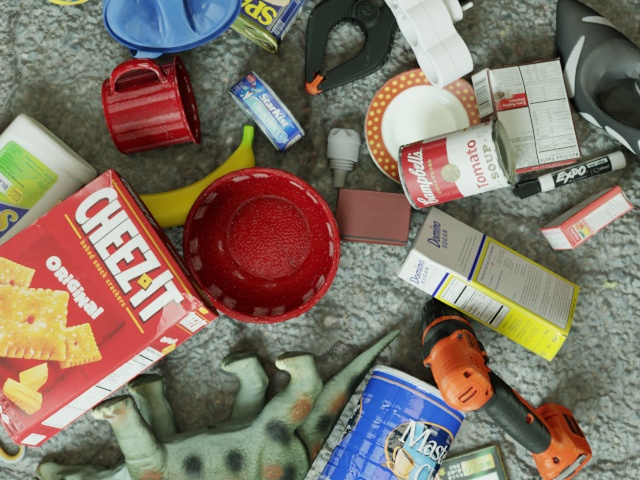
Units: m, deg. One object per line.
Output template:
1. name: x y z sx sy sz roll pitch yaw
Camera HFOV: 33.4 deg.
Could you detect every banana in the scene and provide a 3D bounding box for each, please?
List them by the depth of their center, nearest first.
1. banana: -0.146 -0.051 1.116 0.198 0.037 0.069 -25 90 0

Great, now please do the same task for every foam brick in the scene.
1. foam brick: 0.053 -0.023 1.107 0.078 0.053 0.051 5 87 -1

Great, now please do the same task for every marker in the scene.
1. marker: 0.261 -0.068 1.126 0.121 0.020 0.020 -17 87 -1

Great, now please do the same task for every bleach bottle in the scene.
1. bleach bottle: -0.350 -0.006 1.103 0.102 0.068 0.251 40 90 3

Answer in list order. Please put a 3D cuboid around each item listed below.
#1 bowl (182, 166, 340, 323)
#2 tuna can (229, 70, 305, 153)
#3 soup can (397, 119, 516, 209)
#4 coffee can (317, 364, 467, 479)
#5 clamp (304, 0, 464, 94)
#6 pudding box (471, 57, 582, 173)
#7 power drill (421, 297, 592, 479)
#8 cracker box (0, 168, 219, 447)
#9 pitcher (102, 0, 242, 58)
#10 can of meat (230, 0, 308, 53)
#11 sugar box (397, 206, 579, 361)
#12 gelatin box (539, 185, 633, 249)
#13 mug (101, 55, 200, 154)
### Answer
1. bowl: -0.057 0.001 1.093 0.162 0.055 0.162 1 101 7
2. tuna can: -0.055 -0.132 1.097 0.034 0.086 0.086 -40 87 -1
3. soup can: 0.136 -0.075 1.064 0.102 0.068 0.068 -14 86 22
4. coffee can: 0.069 0.207 1.048 0.103 0.103 0.140 28 78 2
5. clamp: 0.042 -0.249 1.127 0.164 0.036 0.210 42 86 -1
6. pudding box: 0.215 -0.128 1.111 0.090 0.039 0.113 -10 88 -18
7. power drill: 0.176 0.147 1.058 0.187 0.184 0.057 40 107 -16
8. cracker box: -0.229 0.062 0.988 0.213 0.072 0.164 -36 75 -1
9. pitcher: -0.171 -0.313 1.069 0.149 0.145 0.243 -22 64 14
10. can of meat: -0.066 -0.261 1.120 0.102 0.057 0.084 33 85 2
11. sugar box: 0.172 0.042 1.083 0.176 0.093 0.048 28 126 4
12. gelatin box: 0.270 -0.021 1.088 0.073 0.089 0.030 -34 88 -2
13. mug: -0.176 -0.141 1.087 0.081 0.117 0.093 -12 59 4
